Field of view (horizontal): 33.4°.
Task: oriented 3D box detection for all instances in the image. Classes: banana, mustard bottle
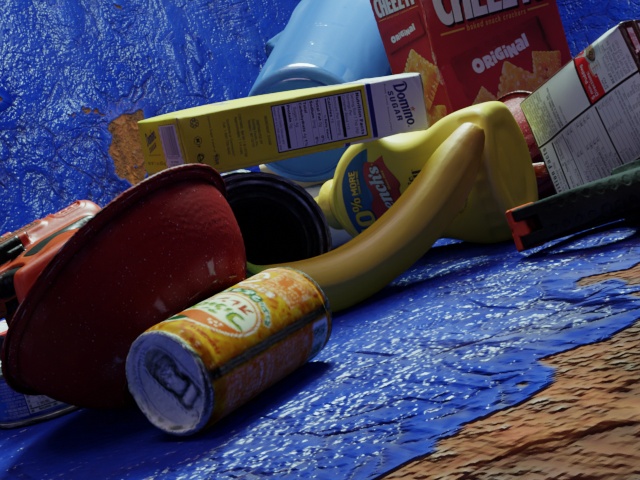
[{"bbox_3d":[0.036,-0.004,0.687,0.197,0.069,0.037,-31,35,-19],"label":"banana"},{"bbox_3d":[0.065,-0.038,0.799,0.192,0.096,0.058,-10,12,44],"label":"mustard bottle"}]

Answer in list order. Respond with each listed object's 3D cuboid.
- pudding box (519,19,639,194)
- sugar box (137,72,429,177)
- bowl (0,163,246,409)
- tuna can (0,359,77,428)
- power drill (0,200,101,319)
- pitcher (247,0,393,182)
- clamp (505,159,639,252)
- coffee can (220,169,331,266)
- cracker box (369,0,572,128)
[{"bbox_3d":[0.194,-0.082,0.720,0.039,0.090,0.114,-9,-19,-31],"label":"pudding box"},{"bbox_3d":[-0.026,-0.079,0.724,0.176,0.048,0.093,-17,11,-23],"label":"sugar box"},{"bbox_3d":[-0.091,0.038,0.577,0.162,0.055,0.162,-44,-18,-19],"label":"bowl"},{"bbox_3d":[-0.167,0.084,0.667,0.086,0.034,0.086,-17,7,2],"label":"tuna can"},{"bbox_3d":[-0.195,0.026,0.713,0.184,0.057,0.188,-35,20,-29],"label":"power drill"},{"bbox_3d":[0.018,-0.149,1.001,0.149,0.145,0.242,-41,13,27],"label":"pitcher"},{"bbox_3d":[0.201,-0.033,0.649,0.171,0.039,0.120,-20,-12,-1],"label":"clamp"},{"bbox_3d":[-0.055,0.001,0.764,0.102,0.103,0.140,-18,7,-9],"label":"coffee can"},{"bbox_3d":[0.149,-0.145,0.945,0.163,0.214,0.072,-22,9,-34],"label":"cracker box"}]
